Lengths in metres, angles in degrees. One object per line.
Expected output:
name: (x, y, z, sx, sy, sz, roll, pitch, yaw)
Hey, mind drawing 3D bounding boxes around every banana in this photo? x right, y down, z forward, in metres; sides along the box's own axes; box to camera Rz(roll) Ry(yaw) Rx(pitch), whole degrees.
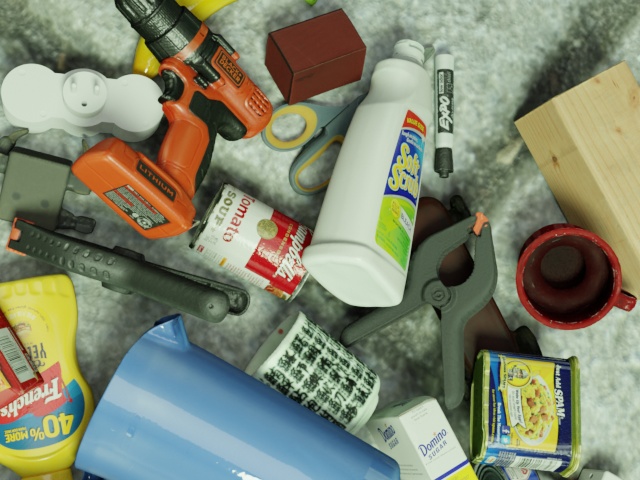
banana: (-0.096, -0.215, 0.982, 0.197, 0.037, 0.069, -29, 87, -17)

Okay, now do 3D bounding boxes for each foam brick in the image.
foam brick: (-0.005, -0.169, 0.982, 0.078, 0.053, 0.051, -22, 67, -17)

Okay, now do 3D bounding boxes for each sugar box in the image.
sugar box: (0.108, 0.222, 0.930, 0.048, 0.093, 0.176, -24, 88, -20)

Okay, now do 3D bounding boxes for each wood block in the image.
wood block: (0.286, -0.052, 1.022, 0.090, 0.091, 0.206, -28, 89, -17)

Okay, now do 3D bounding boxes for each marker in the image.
marker: (0.119, -0.119, 1.029, 0.020, 0.020, 0.121, 4, 80, -14)

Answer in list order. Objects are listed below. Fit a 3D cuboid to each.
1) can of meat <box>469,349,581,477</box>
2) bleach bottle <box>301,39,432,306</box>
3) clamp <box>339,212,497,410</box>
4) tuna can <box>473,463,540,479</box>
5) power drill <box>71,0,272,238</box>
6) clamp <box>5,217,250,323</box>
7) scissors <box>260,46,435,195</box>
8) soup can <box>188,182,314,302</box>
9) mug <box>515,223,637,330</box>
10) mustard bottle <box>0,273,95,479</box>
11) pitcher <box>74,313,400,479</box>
can of meat: (0.175, 0.147, 0.920, 0.084, 0.057, 0.102, 7, 65, -3)
bleach bottle: (0.054, -0.073, 0.945, 0.068, 0.102, 0.250, -2, 62, 30)
clamp: (0.110, 0.060, 0.939, 0.120, 0.039, 0.171, 38, 93, 7)
tuna can: (0.168, 0.233, 0.947, 0.033, 0.086, 0.086, -7, 83, -17)
power drill: (-0.132, -0.110, 0.893, 0.184, 0.057, 0.187, 44, 52, -28)
clamp: (-0.157, 0.027, 0.891, 0.210, 0.164, 0.036, 17, 88, 10)
scissors: (0.020, -0.133, 1.008, 0.096, 0.016, 0.201, 35, 74, -6)
soup can: (-0.056, 0.001, 0.940, 0.102, 0.069, 0.068, 29, 75, -7)
mug: (0.236, 0.033, 0.984, 0.117, 0.081, 0.093, 22, 101, 4)
mustard bottle: (-0.237, 0.129, 0.878, 0.096, 0.058, 0.191, -10, 84, -14)
pitcher: (-0.068, 0.183, 0.860, 0.243, 0.149, 0.145, 27, 56, 1)
